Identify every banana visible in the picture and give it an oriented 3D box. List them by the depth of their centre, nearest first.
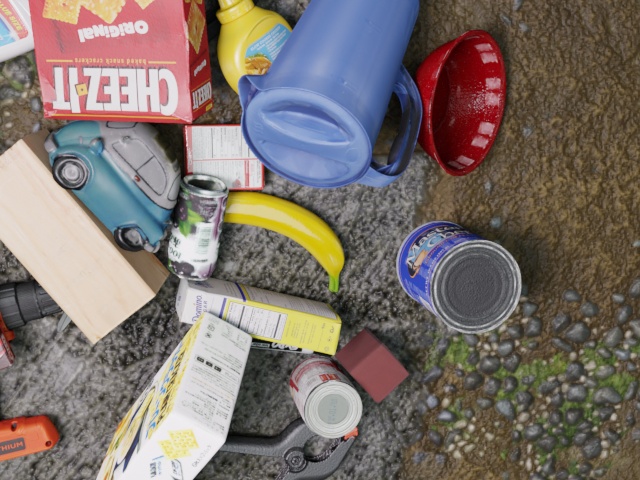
[{"bbox_3d":[-0.045,-0.012,1.204,0.197,0.037,0.069,30,93,-14],"label":"banana"}]

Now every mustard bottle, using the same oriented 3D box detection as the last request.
[{"bbox_3d":[-0.058,-0.186,1.140,0.096,0.058,0.191,-44,117,-32],"label":"mustard bottle"}]

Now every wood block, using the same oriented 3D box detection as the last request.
[{"bbox_3d":[-0.265,-0.006,1.121,0.090,0.091,0.206,-38,99,9],"label":"wood block"}]

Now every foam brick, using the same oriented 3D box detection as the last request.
[{"bbox_3d":[0.059,0.143,1.229,0.051,0.078,0.053,-42,104,-3],"label":"foam brick"}]

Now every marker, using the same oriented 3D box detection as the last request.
[{"bbox_3d":[-0.040,0.120,1.237,0.121,0.020,0.020,8,98,-12],"label":"marker"}]

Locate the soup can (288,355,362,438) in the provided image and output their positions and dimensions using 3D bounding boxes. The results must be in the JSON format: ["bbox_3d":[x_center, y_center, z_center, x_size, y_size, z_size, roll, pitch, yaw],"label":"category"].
[{"bbox_3d":[0.005,0.177,1.212,0.068,0.102,0.068,-2,99,-11],"label":"soup can"}]

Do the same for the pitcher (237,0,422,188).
[{"bbox_3d":[0.029,-0.174,1.092,0.145,0.242,0.149,5,140,23],"label":"pitcher"}]

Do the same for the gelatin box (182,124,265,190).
[{"bbox_3d":[-0.107,-0.093,1.183,0.089,0.030,0.073,-2,99,-11],"label":"gelatin box"}]

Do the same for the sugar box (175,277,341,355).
[{"bbox_3d":[-0.071,0.080,1.187,0.176,0.093,0.048,11,97,-11],"label":"sugar box"}]

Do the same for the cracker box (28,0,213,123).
[{"bbox_3d":[-0.198,-0.225,1.038,0.164,0.072,0.214,4,112,14],"label":"cracker box"}]

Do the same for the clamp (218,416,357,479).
[{"bbox_3d":[-0.034,0.266,1.253,0.171,0.039,0.120,-15,103,-8],"label":"clamp"}]

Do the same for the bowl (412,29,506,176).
[{"bbox_3d":[0.143,-0.155,1.182,0.161,0.055,0.162,-22,119,-48],"label":"bowl"}]

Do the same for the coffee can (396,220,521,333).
[{"bbox_3d":[0.152,0.038,1.196,0.102,0.140,0.103,-2,100,-10],"label":"coffee can"}]

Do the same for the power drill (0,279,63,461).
[{"bbox_3d":[-0.345,0.141,1.166,0.184,0.057,0.187,-13,99,-4],"label":"power drill"}]
